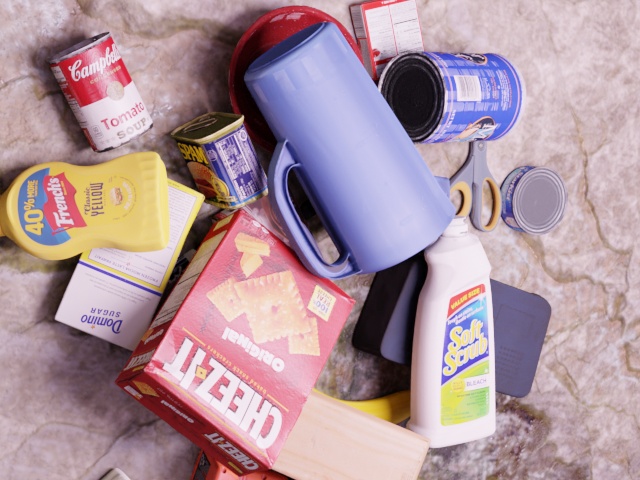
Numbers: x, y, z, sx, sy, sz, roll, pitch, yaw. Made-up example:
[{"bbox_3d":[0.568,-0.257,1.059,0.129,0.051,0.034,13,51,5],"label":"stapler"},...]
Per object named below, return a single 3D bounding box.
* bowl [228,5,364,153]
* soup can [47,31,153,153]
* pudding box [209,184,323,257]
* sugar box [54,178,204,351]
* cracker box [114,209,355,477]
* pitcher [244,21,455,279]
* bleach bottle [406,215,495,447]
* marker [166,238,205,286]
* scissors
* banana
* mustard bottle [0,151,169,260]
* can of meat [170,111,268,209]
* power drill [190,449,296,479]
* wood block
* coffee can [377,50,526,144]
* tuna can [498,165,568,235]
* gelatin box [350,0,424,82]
[{"bbox_3d":[-0.034,-0.170,1.153,0.161,0.055,0.162,-4,99,-26],"label":"bowl"},{"bbox_3d":[-0.217,-0.146,1.058,0.068,0.069,0.102,-31,111,-20],"label":"soup can"},{"bbox_3d":[-0.058,0.001,1.175,0.090,0.039,0.113,-33,110,-18],"label":"pudding box"},{"bbox_3d":[-0.194,0.016,1.093,0.093,0.048,0.176,23,89,-5],"label":"sugar box"},{"bbox_3d":[-0.078,0.099,1.067,0.164,0.072,0.213,41,54,-17],"label":"cracker box"},{"bbox_3d":[0.019,-0.089,1.089,0.145,0.149,0.243,-25,109,24],"label":"pitcher"},{"bbox_3d":[0.144,0.098,1.197,0.102,0.068,0.251,-7,101,-23],"label":"bleach bottle"},{"bbox_3d":[-0.157,0.033,1.141,0.121,0.020,0.020,-37,112,-18],"label":"marker"},{"bbox_3d":[0.176,-0.104,1.291,0.096,0.016,0.202,-16,104,-24],"label":"scissors"},{"bbox_3d":[0.037,0.192,1.252,0.197,0.037,0.069,17,90,-28],"label":"banana"},{"bbox_3d":[-0.246,-0.031,1.040,0.191,0.058,0.096,-5,77,1],"label":"mustard bottle"},{"bbox_3d":[-0.103,-0.083,1.106,0.057,0.102,0.084,-31,112,-21],"label":"can of meat"},{"bbox_3d":[-0.040,0.283,1.155,0.187,0.185,0.057,21,89,-18],"label":"power drill"},{"bbox_3d":[0.006,0.217,1.149,0.206,0.090,0.090,21,86,12],"label":"wood block"},{"bbox_3d":[0.148,-0.161,1.201,0.140,0.103,0.103,-7,101,-42],"label":"coffee can"},{"bbox_3d":[0.265,-0.051,1.333,0.086,0.034,0.086,-4,99,-26],"label":"tuna can"},{"bbox_3d":[0.078,-0.231,1.215,0.073,0.030,0.089,-18,106,-25],"label":"gelatin box"}]
